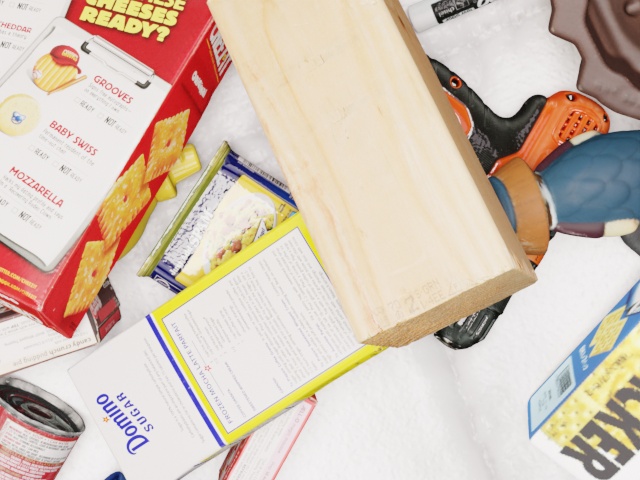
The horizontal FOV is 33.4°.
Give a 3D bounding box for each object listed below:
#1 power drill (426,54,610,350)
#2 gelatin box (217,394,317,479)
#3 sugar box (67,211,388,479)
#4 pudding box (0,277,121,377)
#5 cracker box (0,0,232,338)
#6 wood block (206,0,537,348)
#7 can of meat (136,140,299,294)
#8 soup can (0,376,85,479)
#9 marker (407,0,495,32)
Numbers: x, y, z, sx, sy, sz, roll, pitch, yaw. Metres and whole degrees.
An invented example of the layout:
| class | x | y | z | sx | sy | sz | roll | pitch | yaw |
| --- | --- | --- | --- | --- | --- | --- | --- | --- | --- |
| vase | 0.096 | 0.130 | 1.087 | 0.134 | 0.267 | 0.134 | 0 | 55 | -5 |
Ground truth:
| class | x | y | z | sx | sy | sz | roll | pitch | yaw |
| --- | --- | --- | --- | --- | --- | --- | --- | --- | --- |
| power drill | 0.069 | -0.045 | 0.687 | 0.187 | 0.057 | 0.184 | 30 | 89 | -7 |
| gelatin box | -0.036 | 0.126 | 0.685 | 0.030 | 0.073 | 0.089 | 28 | 92 | -4 |
| sugar box | -0.054 | 0.068 | 0.632 | 0.176 | 0.048 | 0.093 | -34 | 79 | 14 |
| pudding box | -0.187 | 0.058 | 0.666 | 0.113 | 0.090 | 0.039 | -20 | 95 | 0 |
| cracker box | -0.167 | -0.074 | 0.623 | 0.164 | 0.072 | 0.213 | 24 | 73 | 11 |
| wood block | 0.029 | -0.053 | 0.585 | 0.090 | 0.090 | 0.206 | -28 | 75 | 14 |
| can of meat | -0.054 | 0.001 | 0.684 | 0.084 | 0.057 | 0.102 | 33 | 93 | -6 |
| soup can | -0.205 | 0.148 | 0.683 | 0.068 | 0.068 | 0.102 | 30 | 93 | -4 |
| marker | 0.114 | -0.163 | 0.679 | 0.121 | 0.020 | 0.020 | -19 | 95 | 19 |
